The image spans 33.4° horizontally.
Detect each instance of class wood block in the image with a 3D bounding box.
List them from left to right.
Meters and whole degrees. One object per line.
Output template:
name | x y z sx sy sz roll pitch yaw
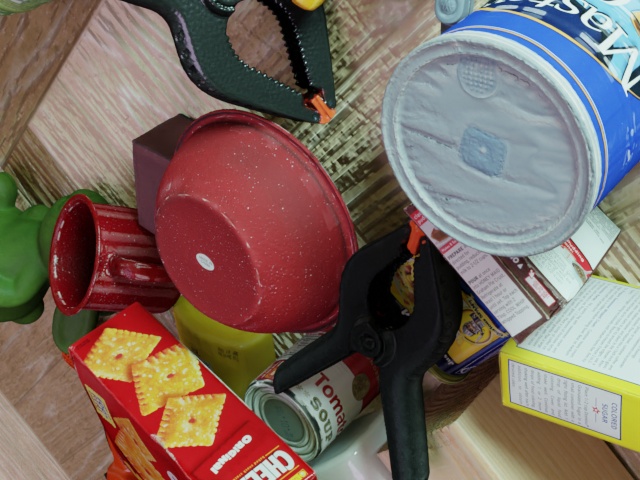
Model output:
wood block | 0.146 0.182 0.686 0.206 0.090 0.090 52 141 -1

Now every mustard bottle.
mustard bottle | -0.069 0.134 0.877 0.096 0.058 0.191 28 136 40

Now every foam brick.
foam brick | -0.099 -0.042 0.778 0.051 0.052 0.078 26 134 27

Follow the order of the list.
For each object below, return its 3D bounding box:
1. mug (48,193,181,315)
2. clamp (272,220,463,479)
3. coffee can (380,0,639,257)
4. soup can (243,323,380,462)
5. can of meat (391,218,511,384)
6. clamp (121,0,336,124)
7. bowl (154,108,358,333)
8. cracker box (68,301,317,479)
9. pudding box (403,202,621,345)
mug | -0.148 0.016 0.820 0.117 0.081 0.093 9 92 55
clamp | 0.043 0.066 0.627 0.120 0.039 0.172 40 126 17
coffee can | 0.109 -0.070 0.490 0.103 0.140 0.103 25 134 29
soup can | 0.003 0.099 0.749 0.069 0.102 0.068 25 133 29
can of meat | 0.083 0.026 0.655 0.102 0.057 0.084 49 139 3
clamp | -0.069 -0.143 0.616 0.210 0.164 0.036 57 167 -21
bowl | -0.054 0.001 0.680 0.162 0.055 0.162 24 131 31
cracker box | -0.080 0.166 0.762 0.214 0.072 0.164 38 153 39
pudding box | 0.105 -0.010 0.561 0.090 0.113 0.039 49 124 3
